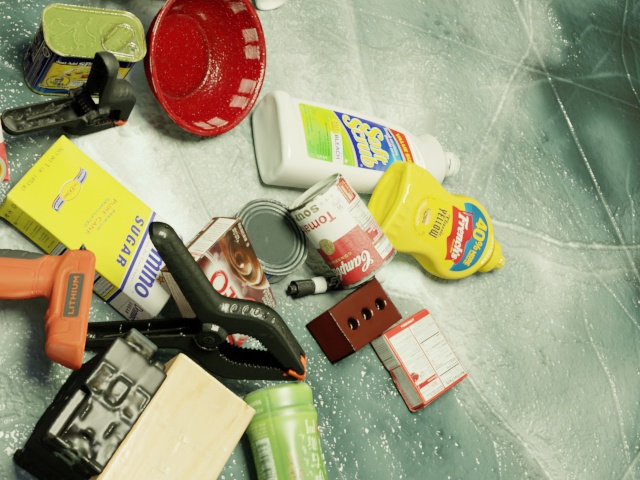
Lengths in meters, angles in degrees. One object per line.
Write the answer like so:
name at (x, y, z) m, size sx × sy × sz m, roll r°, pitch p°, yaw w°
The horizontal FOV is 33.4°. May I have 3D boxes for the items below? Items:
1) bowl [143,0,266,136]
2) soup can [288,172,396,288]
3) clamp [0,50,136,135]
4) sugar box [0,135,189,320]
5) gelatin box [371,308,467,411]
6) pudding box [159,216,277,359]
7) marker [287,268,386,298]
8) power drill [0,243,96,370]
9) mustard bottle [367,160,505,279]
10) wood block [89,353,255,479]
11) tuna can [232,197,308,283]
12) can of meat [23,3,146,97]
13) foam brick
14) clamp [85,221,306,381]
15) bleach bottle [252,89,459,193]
bowl at (-0.131, -0.191, 1.114) m, size 0.161 × 0.055 × 0.162 m, roll -12°, pitch 107°, yaw -47°
soup can at (0.022, -0.011, 1.102) m, size 0.068 × 0.069 × 0.102 m, roll -44°, pitch 103°, yaw -37°
clamp at (-0.230, -0.125, 1.011) m, size 0.120 × 0.171 × 0.039 m, roll -23°, pitch 83°, yaw 0°
sugar box at (-0.207, -0.008, 1.014) m, size 0.176 × 0.048 × 0.093 m, roll 39°, pitch 54°, yaw -9°
gelatin box at (0.106, 0.128, 1.148) m, size 0.073 × 0.030 × 0.089 m, roll -27°, pitch 83°, yaw -38°
pudding box at (-0.096, 0.047, 1.029) m, size 0.089 × 0.039 × 0.113 m, roll -49°, pitch 128°, yaw -37°
marker at (0.017, 0.045, 1.140) m, size 0.120 × 0.020 × 0.020 m, roll -8°, pitch 72°, yaw -34°
power drill at (-0.291, 0.059, 0.901) m, size 0.187 × 0.057 × 0.184 m, roll 10°, pitch 59°, yaw -13°
mustard bottle at (0.140, -0.009, 1.199) m, size 0.191 × 0.058 × 0.096 m, roll 27°, pitch 82°, yaw -34°
wood block at (-0.154, 0.212, 0.915) m, size 0.090 × 0.091 × 0.205 m, roll 39°, pitch 53°, yaw -11°
tuna can at (-0.057, 0.001, 1.107) m, size 0.086 × 0.034 × 0.086 m, roll 13°, pitch 62°, yaw -26°
can of meat at (-0.235, -0.184, 1.056) m, size 0.101 × 0.084 × 0.057 m, roll -1°, pitch 68°, yaw -31°
foam brick at (0.036, 0.084, 1.112) m, size 0.078 × 0.051 × 0.053 m, roll -33°, pitch 87°, yaw -37°
clamp at (-0.110, 0.082, 0.973) m, size 0.209 × 0.165 × 0.036 m, roll 33°, pitch 35°, yaw -23°
bleach bottle at (0.050, -0.103, 1.203) m, size 0.250 × 0.068 × 0.102 m, roll 3°, pitch 69°, yaw -32°
